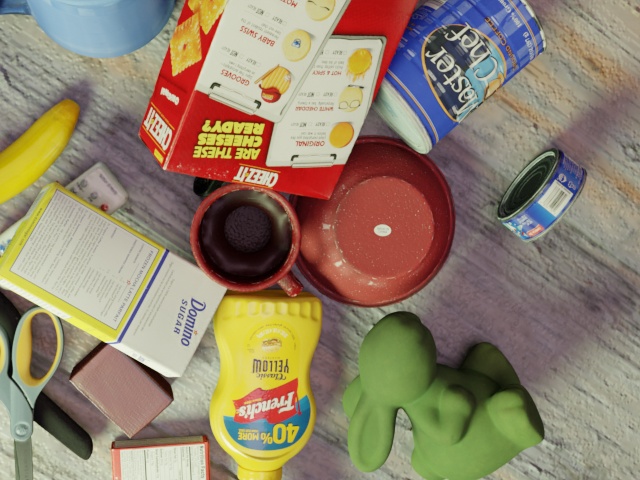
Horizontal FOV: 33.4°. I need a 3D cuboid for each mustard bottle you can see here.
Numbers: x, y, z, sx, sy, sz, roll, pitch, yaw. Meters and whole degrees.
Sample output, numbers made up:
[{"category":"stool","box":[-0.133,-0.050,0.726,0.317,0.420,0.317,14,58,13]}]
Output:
[{"category":"mustard bottle","box":[-0.051,0.142,0.965,0.096,0.058,0.192,2,96,-14]}]

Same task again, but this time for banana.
[{"category":"banana","box":[-0.293,-0.059,0.913,0.197,0.037,0.069,-19,100,-7]}]

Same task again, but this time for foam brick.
[{"category":"foam brick","box":[-0.175,0.127,0.946,0.051,0.053,0.078,-44,100,-2]}]

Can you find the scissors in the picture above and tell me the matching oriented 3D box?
[{"category":"scissors","box":[-0.273,0.150,0.911,0.096,0.016,0.202,14,89,-14]}]

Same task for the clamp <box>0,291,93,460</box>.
[{"category":"clamp","box":[-0.289,0.116,0.934,0.164,0.036,0.210,-5,97,-9]}]

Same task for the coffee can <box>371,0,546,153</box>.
[{"category":"coffee can","box":[0.111,-0.159,0.935,0.140,0.103,0.103,-41,101,-3]}]

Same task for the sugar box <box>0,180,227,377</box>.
[{"category":"sugar box","box":[-0.175,0.035,0.900,0.176,0.048,0.093,34,71,-21]}]

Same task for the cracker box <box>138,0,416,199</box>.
[{"category":"cracker box","box":[-0.031,-0.151,0.849,0.163,0.072,0.214,9,115,-35]}]

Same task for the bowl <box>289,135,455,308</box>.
[{"category":"bowl","box":[0.052,-0.014,0.966,0.162,0.055,0.162,-1,97,-9]}]

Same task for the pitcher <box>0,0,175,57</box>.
[{"category":"pitcher","box":[-0.182,-0.213,0.810,0.145,0.243,0.149,32,89,-9]}]

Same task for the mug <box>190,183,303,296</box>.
[{"category":"mug","box":[-0.056,0.001,0.932,0.093,0.081,0.117,-43,97,2]}]

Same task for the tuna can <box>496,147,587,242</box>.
[{"category":"tuna can","box":[0.200,-0.042,0.972,0.033,0.086,0.086,37,89,-10]}]

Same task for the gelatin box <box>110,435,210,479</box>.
[{"category":"gelatin box","box":[-0.144,0.218,0.973,0.089,0.030,0.073,-3,95,-9]}]
